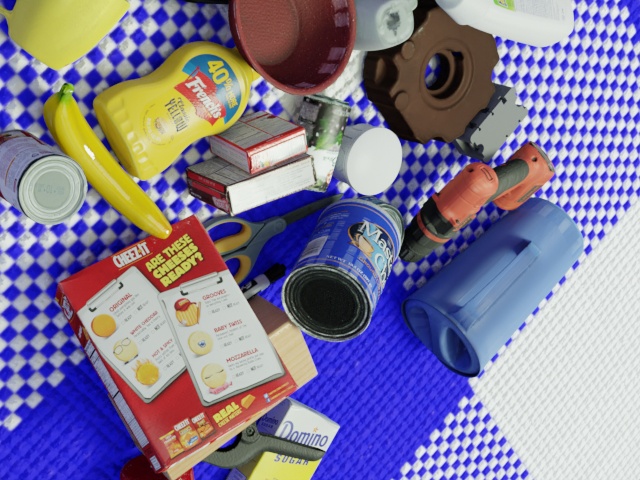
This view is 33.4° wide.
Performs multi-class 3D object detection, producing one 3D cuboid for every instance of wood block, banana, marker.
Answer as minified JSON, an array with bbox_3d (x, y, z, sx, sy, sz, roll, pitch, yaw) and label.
[{"bbox_3d":[-0.118,0.161,1.198,0.205,0.091,0.090,-35,124,-22],"label":"wood block"},{"bbox_3d":[-0.217,-0.076,1.048,0.037,0.070,0.197,-45,128,-16],"label":"banana"},{"bbox_3d":[-0.088,0.062,1.228,0.121,0.020,0.020,-34,124,-22],"label":"marker"}]

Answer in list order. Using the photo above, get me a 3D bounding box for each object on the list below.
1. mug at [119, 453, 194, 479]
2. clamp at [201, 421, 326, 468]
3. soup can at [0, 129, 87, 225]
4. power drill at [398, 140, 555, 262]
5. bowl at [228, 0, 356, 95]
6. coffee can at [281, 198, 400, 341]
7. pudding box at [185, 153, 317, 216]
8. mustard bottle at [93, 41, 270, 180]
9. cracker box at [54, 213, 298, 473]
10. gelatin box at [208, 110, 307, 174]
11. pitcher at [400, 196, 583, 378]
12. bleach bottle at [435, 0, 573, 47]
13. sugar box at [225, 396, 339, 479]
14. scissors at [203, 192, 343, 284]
[{"bbox_3d":[-0.177,0.293,1.192,0.093,0.117,0.081,-11,109,-20],"label":"mug"},{"bbox_3d":[-0.082,0.211,1.256,0.171,0.039,0.120,-6,84,-15],"label":"clamp"},{"bbox_3d":[-0.268,-0.060,0.995,0.068,0.102,0.068,-14,115,-32],"label":"soup can"},{"bbox_3d":[0.194,-0.048,1.332,0.187,0.057,0.185,-26,166,-42],"label":"power drill"},{"bbox_3d":[-0.039,-0.226,1.082,0.161,0.055,0.162,-1,91,-42],"label":"bowl"},{"bbox_3d":[0.025,0.031,1.198,0.140,0.103,0.103,-62,144,-53],"label":"coffee can"},{"bbox_3d":[-0.074,-0.068,1.143,0.113,0.090,0.039,-24,119,-28],"label":"pudding box"},{"bbox_3d":[-0.131,-0.148,1.092,0.191,0.058,0.096,-35,120,-21],"label":"mustard bottle"},{"bbox_3d":[-0.149,0.105,1.098,0.164,0.072,0.214,-29,83,-25],"label":"cracker box"},{"bbox_3d":[-0.068,-0.105,1.134,0.073,0.089,0.030,-25,121,-27],"label":"gelatin box"},{"bbox_3d":[0.233,0.051,1.384,0.242,0.149,0.145,-42,127,-20],"label":"pitcher"},{"bbox_3d":[0.200,-0.287,1.226,0.250,0.068,0.102,0,74,-49],"label":"bleach bottle"},{"bbox_3d":[-0.057,0.284,1.319,0.093,0.048,0.176,33,88,-39],"label":"sugar box"},{"bbox_3d":[-0.058,0.002,1.230,0.201,0.016,0.096,-9,114,-34],"label":"scissors"}]
